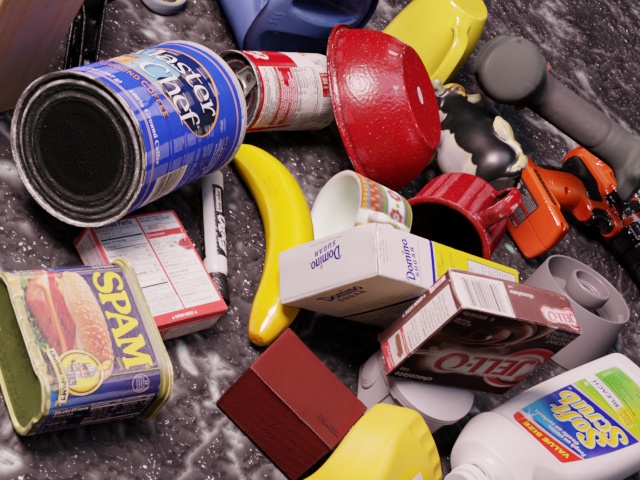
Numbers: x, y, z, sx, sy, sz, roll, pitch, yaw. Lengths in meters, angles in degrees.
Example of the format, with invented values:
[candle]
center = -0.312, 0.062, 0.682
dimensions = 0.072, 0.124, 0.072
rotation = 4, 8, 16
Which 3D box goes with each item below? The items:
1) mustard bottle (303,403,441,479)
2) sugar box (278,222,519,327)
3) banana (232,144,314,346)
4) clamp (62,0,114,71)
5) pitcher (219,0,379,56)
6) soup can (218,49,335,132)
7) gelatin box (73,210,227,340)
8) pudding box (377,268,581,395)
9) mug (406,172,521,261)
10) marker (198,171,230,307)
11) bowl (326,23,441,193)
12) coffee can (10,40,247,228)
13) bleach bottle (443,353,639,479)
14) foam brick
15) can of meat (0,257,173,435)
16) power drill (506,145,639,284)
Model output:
[mustard bottle]
center = 0.007, 0.184, 0.644
dimensions = 0.058, 0.096, 0.191
rotation = 9, 27, 31
[sugar box]
center = 0.062, 0.033, 0.788
dimensions = 0.175, 0.094, 0.048
rotation = 20, 61, -45
[banana]
center = -0.038, -0.005, 0.818
dimensions = 0.069, 0.037, 0.198
rotation = -9, 53, -10
[clamp]
center = -0.175, -0.190, 0.820
dimensions = 0.036, 0.165, 0.210
rotation = 10, 25, -14
[pitcher]
center = -0.053, -0.281, 0.974
dimensions = 0.144, 0.149, 0.243
rotation = -13, 66, -33
[soup can]
center = -0.037, -0.124, 0.896
dimensions = 0.102, 0.069, 0.068
rotation = -8, 61, -45
[gelatin box]
center = -0.116, 0.025, 0.727
dimensions = 0.073, 0.030, 0.089
rotation = -12, 63, -44
[pudding box]
center = 0.111, 0.066, 0.749
dimensions = 0.113, 0.090, 0.039
rotation = 15, 45, -29
[mug]
center = 0.117, -0.013, 0.892
dimensions = 0.093, 0.117, 0.081
rotation = 54, 34, -5
[marker]
center = -0.078, 0.000, 0.784
dimensions = 0.020, 0.020, 0.121
rotation = 16, 50, -29
[bowl]
center = 0.063, -0.117, 0.924
dimensions = 0.162, 0.055, 0.162
rotation = 45, 37, -51
[coffee can]
center = -0.127, -0.077, 0.734
dimensions = 0.103, 0.103, 0.140
rotation = 46, 29, 4
[bleach bottle]
center = 0.183, 0.161, 0.820
dimensions = 0.250, 0.068, 0.103
rotation = -13, 59, -47
[foam brick]
center = -0.020, 0.110, 0.713
dimensions = 0.078, 0.051, 0.052
rotation = 46, 40, 4
[can of meat]
center = -0.149, 0.063, 0.645
dimensions = 0.083, 0.058, 0.102
rotation = -4, 58, -39
[power drill]
center = 0.262, -0.021, 1.066
dimensions = 0.187, 0.057, 0.184
rotation = 1, 51, -43
